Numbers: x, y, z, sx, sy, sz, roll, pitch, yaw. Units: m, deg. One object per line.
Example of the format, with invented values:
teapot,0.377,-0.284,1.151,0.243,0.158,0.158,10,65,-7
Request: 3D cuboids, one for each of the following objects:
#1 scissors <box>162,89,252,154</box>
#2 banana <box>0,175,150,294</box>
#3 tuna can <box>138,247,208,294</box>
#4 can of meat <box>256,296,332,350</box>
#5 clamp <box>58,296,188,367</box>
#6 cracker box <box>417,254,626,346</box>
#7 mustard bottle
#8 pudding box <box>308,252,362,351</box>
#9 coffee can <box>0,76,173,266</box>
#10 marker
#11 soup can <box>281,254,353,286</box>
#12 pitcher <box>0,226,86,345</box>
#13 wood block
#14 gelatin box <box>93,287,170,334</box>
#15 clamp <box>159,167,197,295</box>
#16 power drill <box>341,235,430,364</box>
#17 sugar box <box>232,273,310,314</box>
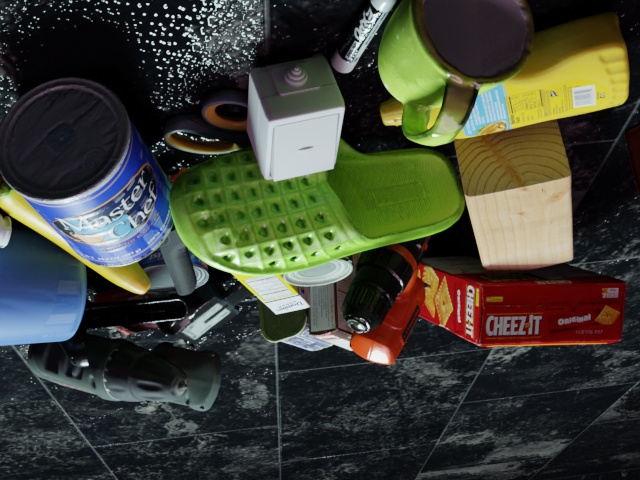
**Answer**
scissors,-0.033,-0.092,0.909,0.201,0.016,0.096,3,155,-25
banana,-0.232,-0.009,0.964,0.037,0.070,0.197,-43,137,8
tuna can,-0.161,0.026,1.123,0.086,0.034,0.086,-6,157,-3
can of meat,-0.024,0.067,1.181,0.058,0.102,0.083,-20,156,25
clamp,-0.269,0.088,1.132,0.210,0.036,0.164,3,-164,26
cracker box,0.203,0.062,1.161,0.164,0.072,0.214,-1,-173,-15
mustard bottle,0.142,-0.121,0.842,0.192,0.058,0.096,-13,158,10
pudding box,0.024,0.055,1.150,0.039,0.113,0.089,-15,156,30
coffee can,-0.181,-0.050,0.847,0.103,0.103,0.140,-10,157,4
marker,0.037,-0.160,0.766,0.020,0.020,0.121,1,156,-21
soup can,-0.009,-0.017,0.983,0.068,0.102,0.068,-7,157,-3
pitcher,-0.352,0.046,0.995,0.242,0.145,0.149,2,-167,-29
wood block,0.179,-0.047,0.987,0.090,0.091,0.206,-12,157,9
gelatin box,-0.211,0.079,1.237,0.073,0.030,0.089,-13,157,11
clamp,-0.145,-0.007,1.004,0.120,0.039,0.172,28,146,-19
power drill,0.067,0.045,1.039,0.057,0.184,0.188,24,149,12
sugar box,-0.056,0.001,1.023,0.048,0.093,0.176,-14,157,14
